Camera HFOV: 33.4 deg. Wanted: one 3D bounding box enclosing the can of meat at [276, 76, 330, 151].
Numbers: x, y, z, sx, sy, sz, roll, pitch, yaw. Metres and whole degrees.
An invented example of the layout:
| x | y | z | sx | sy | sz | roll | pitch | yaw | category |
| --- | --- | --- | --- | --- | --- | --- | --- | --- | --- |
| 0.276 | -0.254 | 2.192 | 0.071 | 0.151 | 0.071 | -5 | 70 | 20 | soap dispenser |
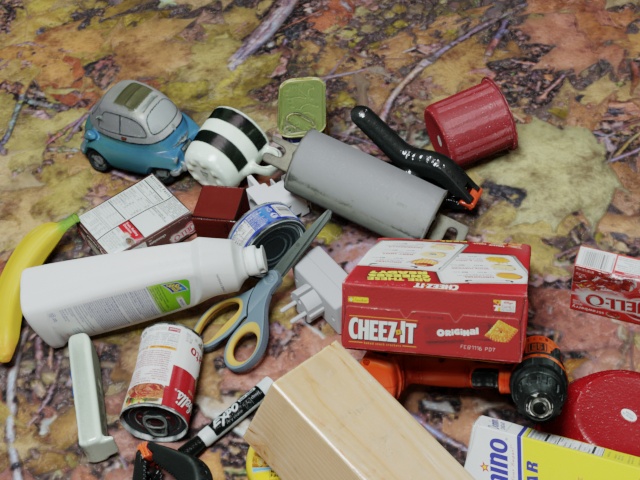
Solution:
| x | y | z | sx | sy | sz | roll | pitch | yaw | category |
| --- | --- | --- | --- | --- | --- | --- | --- | --- | --- |
| -0.017 | -0.130 | 1.273 | 0.057 | 0.084 | 0.102 | -5 | 48 | 5 | can of meat |

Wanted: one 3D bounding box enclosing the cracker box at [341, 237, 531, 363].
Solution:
| x | y | z | sx | sy | sz | roll | pitch | yaw | category |
| --- | --- | --- | --- | --- | --- | --- | --- | --- | --- |
| 0.118 | 0.053 | 1.030 | 0.164 | 0.072 | 0.213 | 3 | 12 | 11 | cracker box |

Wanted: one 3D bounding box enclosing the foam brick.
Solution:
| x | y | z | sx | sy | sz | roll | pitch | yaw | category |
| --- | --- | --- | --- | --- | --- | --- | --- | --- | --- |
| -0.107 | -0.016 | 1.193 | 0.053 | 0.078 | 0.051 | 5 | 49 | 10 | foam brick |

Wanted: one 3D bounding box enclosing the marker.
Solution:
| x | y | z | sx | sy | sz | roll | pitch | yaw | category |
| --- | --- | --- | --- | --- | --- | --- | --- | --- | --- |
| -0.093 | 0.179 | 1.058 | 0.121 | 0.020 | 0.020 | -37 | 54 | -22 | marker |

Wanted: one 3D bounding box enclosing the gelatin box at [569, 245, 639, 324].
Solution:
| x | y | z | sx | sy | sz | roll | pitch | yaw | category |
| --- | --- | --- | --- | --- | --- | --- | --- | --- | --- |
| 0.299 | 0.048 | 1.073 | 0.089 | 0.073 | 0.030 | 14 | 54 | 19 | gelatin box |

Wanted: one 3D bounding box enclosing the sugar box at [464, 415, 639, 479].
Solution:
| x | y | z | sx | sy | sz | roll | pitch | yaw | category |
| --- | --- | --- | --- | --- | --- | --- | --- | --- | --- |
| 0.211 | 0.220 | 0.924 | 0.176 | 0.048 | 0.093 | 11 | 96 | 17 | sugar box |

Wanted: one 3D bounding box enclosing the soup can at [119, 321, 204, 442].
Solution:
| x | y | z | sx | sy | sz | roll | pitch | yaw | category |
| --- | --- | --- | --- | --- | --- | --- | --- | --- | --- |
| -0.157 | 0.141 | 1.070 | 0.068 | 0.068 | 0.102 | 0 | 48 | 9 | soup can |

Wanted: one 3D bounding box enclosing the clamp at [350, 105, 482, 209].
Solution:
| x | y | z | sx | sy | sz | roll | pitch | yaw | category |
| --- | --- | --- | --- | --- | --- | --- | --- | --- | --- |
| 0.098 | -0.077 | 1.215 | 0.171 | 0.120 | 0.039 | 33 | 66 | 7 | clamp |

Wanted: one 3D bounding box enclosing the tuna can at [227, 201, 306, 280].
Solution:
| x | y | z | sx | sy | sz | roll | pitch | yaw | category |
| --- | --- | --- | --- | --- | --- | --- | --- | --- | --- |
| -0.058 | 0.001 | 1.164 | 0.086 | 0.086 | 0.034 | -31 | 53 | -17 | tuna can |

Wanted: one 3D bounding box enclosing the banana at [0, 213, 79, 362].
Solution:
| x | y | z | sx | sy | sz | roll | pitch | yaw | category |
| --- | --- | --- | --- | --- | --- | --- | --- | --- | --- |
| -0.333 | 0.050 | 1.187 | 0.070 | 0.037 | 0.197 | -17 | 45 | 42 | banana |

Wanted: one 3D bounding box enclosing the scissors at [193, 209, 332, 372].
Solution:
| x | y | z | sx | sy | sz | roll | pitch | yaw | category |
| --- | --- | --- | --- | --- | --- | --- | --- | --- | --- |
| -0.047 | 0.060 | 1.113 | 0.202 | 0.016 | 0.096 | -38 | 54 | 4 | scissors |

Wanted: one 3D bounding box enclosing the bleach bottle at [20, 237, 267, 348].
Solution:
| x | y | z | sx | sy | sz | roll | pitch | yaw | category |
| --- | --- | --- | --- | --- | --- | --- | --- | --- | --- |
| -0.178 | 0.047 | 1.120 | 0.251 | 0.102 | 0.068 | -11 | 60 | 5 | bleach bottle |

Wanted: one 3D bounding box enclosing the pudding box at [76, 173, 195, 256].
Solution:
| x | y | z | sx | sy | sz | roll | pitch | yaw | category |
| --- | --- | --- | --- | --- | --- | --- | --- | --- | --- |
| -0.214 | -0.018 | 1.239 | 0.113 | 0.039 | 0.090 | -32 | 50 | -20 | pudding box |

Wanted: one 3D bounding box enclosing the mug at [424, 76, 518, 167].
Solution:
| x | y | z | sx | sy | sz | roll | pitch | yaw | category |
| --- | --- | --- | --- | --- | --- | --- | --- | --- | --- |
| 0.170 | -0.136 | 1.254 | 0.081 | 0.093 | 0.117 | -23 | 18 | -5 | mug |

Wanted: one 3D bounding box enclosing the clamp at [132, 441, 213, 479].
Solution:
| x | y | z | sx | sy | sz | roll | pitch | yaw | category |
| --- | --- | --- | --- | --- | --- | --- | --- | --- | --- |
| -0.131 | 0.267 | 0.958 | 0.164 | 0.036 | 0.210 | -48 | 41 | 3 | clamp |

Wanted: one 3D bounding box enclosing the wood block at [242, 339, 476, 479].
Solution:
| x | y | z | sx | sy | sz | roll | pitch | yaw | category |
| --- | --- | --- | --- | --- | --- | --- | --- | --- | --- |
| 0.043 | 0.200 | 0.919 | 0.206 | 0.091 | 0.090 | 44 | 46 | 18 | wood block |

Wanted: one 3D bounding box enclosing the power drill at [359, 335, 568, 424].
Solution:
| x | y | z | sx | sy | sz | roll | pitch | yaw | category |
| --- | --- | --- | --- | --- | --- | --- | --- | --- | --- |
| 0.133 | 0.129 | 0.987 | 0.188 | 0.057 | 0.184 | 0 | 6 | 12 | power drill |
